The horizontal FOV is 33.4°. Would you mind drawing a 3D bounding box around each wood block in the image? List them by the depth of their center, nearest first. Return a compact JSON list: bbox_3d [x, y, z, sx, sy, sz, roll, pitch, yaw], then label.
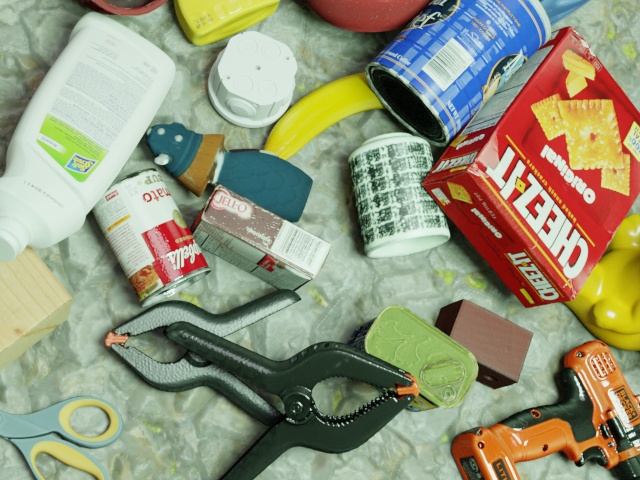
[{"bbox_3d":[-0.302,0.002,0.865,0.090,0.091,0.206,-39,89,-21],"label":"wood block"}]

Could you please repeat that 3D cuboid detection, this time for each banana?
[{"bbox_3d":[0.030,-0.123,1.018,0.197,0.037,0.069,-15,80,-18],"label":"banana"}]

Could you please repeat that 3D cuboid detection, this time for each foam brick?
[{"bbox_3d":[0.146,0.096,0.985,0.078,0.053,0.051,26,71,-7],"label":"foam brick"}]

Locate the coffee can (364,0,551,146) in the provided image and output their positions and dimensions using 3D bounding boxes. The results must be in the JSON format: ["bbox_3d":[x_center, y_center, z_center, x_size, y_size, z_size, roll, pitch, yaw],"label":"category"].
[{"bbox_3d":[0.125,-0.170,0.972,0.103,0.103,0.140,44,83,-1],"label":"coffee can"}]

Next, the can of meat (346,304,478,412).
[{"bbox_3d":[0.076,0.108,0.946,0.102,0.084,0.057,34,70,-5],"label":"can of meat"}]

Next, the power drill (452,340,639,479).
[{"bbox_3d":[0.229,0.205,0.979,0.187,0.057,0.184,-22,79,-22],"label":"power drill"}]

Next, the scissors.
[{"bbox_3d":[-0.250,0.138,0.884,0.201,0.016,0.096,39,68,-3],"label":"scissors"}]

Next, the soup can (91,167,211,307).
[{"bbox_3d":[-0.147,-0.003,0.920,0.068,0.069,0.102,-27,85,-20],"label":"soup can"}]

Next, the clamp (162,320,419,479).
[{"bbox_3d":[-0.023,0.145,0.889,0.210,0.036,0.164,-2,97,3],"label":"clamp"}]

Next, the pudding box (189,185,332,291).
[{"bbox_3d":[-0.056,0.001,0.934,0.113,0.090,0.039,30,73,-8],"label":"pudding box"}]

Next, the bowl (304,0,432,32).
[{"bbox_3d":[0.045,-0.242,1.018,0.162,0.055,0.162,1,34,-1],"label":"bowl"}]

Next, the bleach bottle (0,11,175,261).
[{"bbox_3d":[-0.210,-0.082,0.875,0.102,0.068,0.250,30,46,-7],"label":"bleach bottle"}]

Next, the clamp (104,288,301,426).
[{"bbox_3d":[-0.097,0.085,0.927,0.171,0.039,0.120,17,74,-11],"label":"clamp"}]

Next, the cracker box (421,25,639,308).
[{"bbox_3d":[0.215,-0.070,0.993,0.164,0.072,0.213,48,59,-17],"label":"cracker box"}]

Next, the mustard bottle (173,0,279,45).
[{"bbox_3d":[-0.122,-0.285,1.006,0.096,0.058,0.191,-28,85,-14],"label":"mustard bottle"}]
